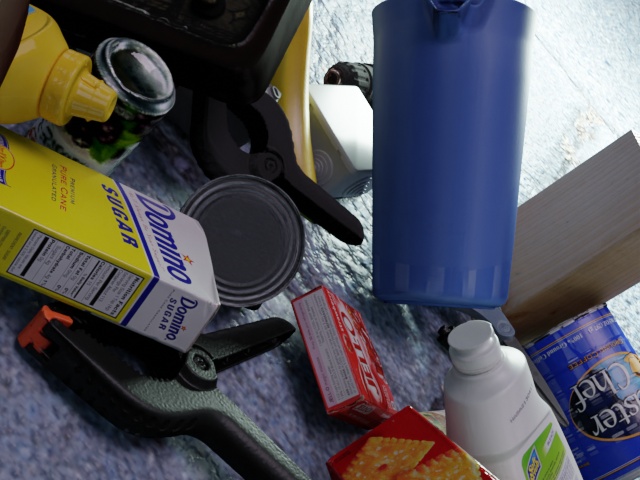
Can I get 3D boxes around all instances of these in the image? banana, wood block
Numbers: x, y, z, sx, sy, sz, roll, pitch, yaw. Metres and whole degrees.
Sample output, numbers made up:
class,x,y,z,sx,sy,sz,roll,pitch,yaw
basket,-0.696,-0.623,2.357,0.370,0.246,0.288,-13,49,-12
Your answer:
class,x,y,z,sx,sy,sz,roll,pitch,yaw
banana,-0.020,-0.103,0.846,0.037,0.070,0.198,3,77,-36
wood block,0.232,0.004,0.961,0.090,0.206,0.091,19,44,-43

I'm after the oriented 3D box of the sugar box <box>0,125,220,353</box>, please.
class,x,y,z,sx,sy,sz,roll,pitch,yaw
sugar box,-0.143,-0.009,0.592,0.176,0.048,0.093,24,24,-27

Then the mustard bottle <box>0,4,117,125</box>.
class,x,y,z,sx,sy,sz,roll,pitch,yaw
mustard bottle,-0.201,-0.110,0.574,0.191,0.058,0.096,23,30,-2

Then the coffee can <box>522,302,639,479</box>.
class,x,y,z,sx,sy,sz,roll,pitch,yaw
coffee can,0.244,0.140,0.938,0.102,0.103,0.140,-6,63,-56

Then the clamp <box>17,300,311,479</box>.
class,x,y,z,sx,sy,sz,roll,pitch,yaw
clamp,-0.074,0.090,0.620,0.209,0.036,0.164,22,33,-40

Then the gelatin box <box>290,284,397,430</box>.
class,x,y,z,sx,sy,sz,roll,pitch,yaw
gelatin box,0.018,0.083,0.742,0.073,0.030,0.089,39,27,-60

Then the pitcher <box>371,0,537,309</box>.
class,x,y,z,sx,sy,sz,roll,pitch,yaw
pitcher,0.104,-0.068,0.866,0.149,0.145,0.243,6,86,-36

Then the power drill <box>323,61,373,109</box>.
class,x,y,z,sx,sy,sz,roll,pitch,yaw
power drill,0.093,-0.087,1.016,0.184,0.057,0.188,1,58,-53

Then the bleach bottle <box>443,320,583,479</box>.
class,x,y,z,sx,sy,sz,roll,pitch,yaw
bleach bottle,0.134,0.155,0.705,0.102,0.068,0.251,-54,131,-46

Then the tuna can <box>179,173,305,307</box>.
class,x,y,z,sx,sy,sz,roll,pitch,yaw
tuna can,-0.055,0.001,0.700,0.086,0.086,0.034,49,-11,-6

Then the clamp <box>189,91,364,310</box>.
class,x,y,z,sx,sy,sz,roll,pitch,yaw
clamp,-0.035,-0.047,0.758,0.120,0.039,0.171,-21,95,-43
